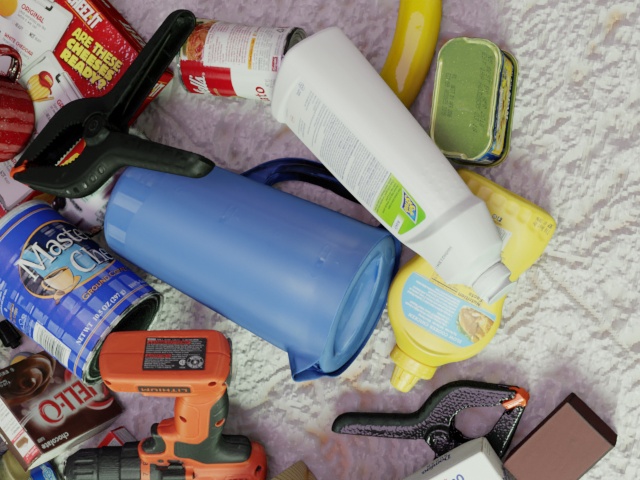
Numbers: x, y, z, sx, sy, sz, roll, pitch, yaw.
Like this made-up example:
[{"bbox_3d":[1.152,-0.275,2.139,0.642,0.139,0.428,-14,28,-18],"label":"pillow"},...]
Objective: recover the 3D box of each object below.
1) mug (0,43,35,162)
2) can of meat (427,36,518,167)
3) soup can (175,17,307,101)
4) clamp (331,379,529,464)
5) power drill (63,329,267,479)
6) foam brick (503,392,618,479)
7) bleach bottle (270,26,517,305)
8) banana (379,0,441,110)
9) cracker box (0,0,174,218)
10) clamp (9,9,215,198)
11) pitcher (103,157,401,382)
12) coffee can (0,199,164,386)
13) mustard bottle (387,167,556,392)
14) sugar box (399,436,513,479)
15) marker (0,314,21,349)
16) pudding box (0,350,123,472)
[{"bbox_3d":[-0.300,-0.120,0.937,0.093,0.081,0.117,32,100,13],"label":"mug"},{"bbox_3d":[0.125,-0.112,0.874,0.057,0.083,0.102,7,94,17],"label":"can of meat"},{"bbox_3d":[-0.067,-0.160,0.945,0.102,0.068,0.068,8,94,17],"label":"soup can"},{"bbox_3d":[0.095,0.164,0.915,0.172,0.039,0.120,-41,89,14],"label":"clamp"},{"bbox_3d":[-0.140,0.156,0.918,0.184,0.057,0.188,-2,135,-2],"label":"power drill"},{"bbox_3d":[0.196,0.172,0.875,0.051,0.053,0.078,45,104,12],"label":"foam brick"},{"bbox_3d":[0.061,-0.050,0.849,0.068,0.103,0.251,-32,73,-22],"label":"bleach bottle"},{"bbox_3d":[0.063,-0.159,0.918,0.070,0.037,0.198,30,100,15],"label":"banana"},{"bbox_3d":[-0.268,-0.140,1.009,0.214,0.072,0.164,-44,80,13],"label":"cracker box"},{"bbox_3d":[-0.179,-0.102,0.915,0.210,0.036,0.164,-17,61,27],"label":"clamp"},{"bbox_3d":[-0.056,0.001,0.923,0.243,0.149,0.145,25,114,19],"label":"pitcher"},{"bbox_3d":[-0.223,0.045,0.936,0.140,0.102,0.103,37,102,12],"label":"coffee can"},{"bbox_3d":[0.111,0.043,0.895,0.096,0.058,0.192,28,100,0],"label":"mustard bottle"},{"bbox_3d":[0.143,0.258,0.883,0.093,0.048,0.176,-32,92,15],"label":"sugar box"},{"bbox_3d":[-0.336,0.057,1.063,0.020,0.020,0.121,-40,80,15],"label":"marker"},{"bbox_3d":[-0.251,0.151,0.988,0.090,0.113,0.039,49,123,11],"label":"pudding box"}]
